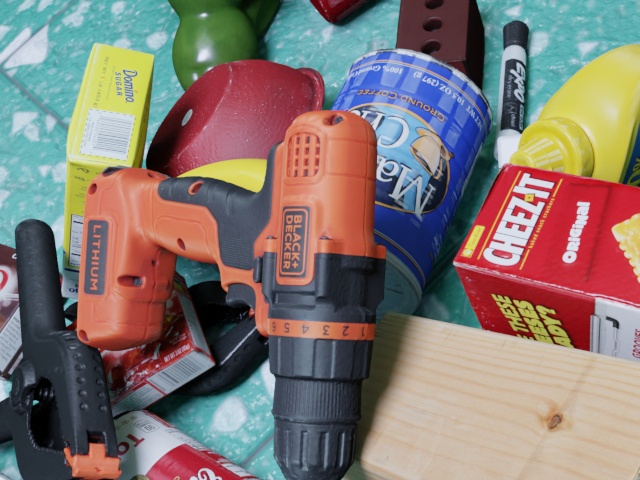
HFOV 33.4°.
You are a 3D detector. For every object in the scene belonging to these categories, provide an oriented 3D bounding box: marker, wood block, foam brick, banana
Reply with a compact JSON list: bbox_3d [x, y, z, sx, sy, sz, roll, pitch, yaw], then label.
[{"bbox_3d":[0.133,-0.106,0.740,0.020,0.020,0.121,-4,56,21],"label":"marker"},{"bbox_3d":[0.095,0.105,0.511,0.090,0.090,0.206,-53,28,-18],"label":"wood block"},{"bbox_3d":[0.086,-0.137,0.762,0.053,0.051,0.078,-6,54,20],"label":"foam brick"},{"bbox_3d":[-0.056,-0.016,0.638,0.198,0.037,0.069,-12,67,42],"label":"banana"}]

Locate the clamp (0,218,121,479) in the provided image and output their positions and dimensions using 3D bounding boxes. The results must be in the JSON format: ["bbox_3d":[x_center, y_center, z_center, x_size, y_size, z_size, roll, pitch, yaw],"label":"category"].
[{"bbox_3d":[-0.174,0.098,0.655,0.210,0.036,0.165,42,116,52],"label":"clamp"}]

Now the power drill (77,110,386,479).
[{"bbox_3d":[-0.049,0.028,0.563,0.188,0.057,0.184,1,85,39],"label":"power drill"}]

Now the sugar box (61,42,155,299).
[{"bbox_3d":[-0.145,-0.038,0.721,0.048,0.176,0.093,10,57,-6],"label":"sugar box"}]

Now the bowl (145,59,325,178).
[{"bbox_3d":[-0.071,-0.070,0.738,0.162,0.055,0.162,-39,29,26],"label":"bowl"}]

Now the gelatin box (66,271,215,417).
[{"bbox_3d":[-0.118,0.067,0.674,0.089,0.030,0.073,-32,52,9],"label":"gelatin box"}]

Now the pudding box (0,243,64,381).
[{"bbox_3d":[-0.252,0.047,0.791,0.114,0.039,0.090,15,64,32],"label":"pudding box"}]

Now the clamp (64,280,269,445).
[{"bbox_3d":[-0.103,0.081,0.702,0.172,0.039,0.120,-13,60,22],"label":"clamp"}]

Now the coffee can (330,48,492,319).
[{"bbox_3d":[0.039,-0.035,0.678,0.103,0.102,0.140,10,62,30],"label":"coffee can"}]

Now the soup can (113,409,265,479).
[{"bbox_3d":[-0.085,0.149,0.625,0.102,0.068,0.068,23,68,35],"label":"soup can"}]
